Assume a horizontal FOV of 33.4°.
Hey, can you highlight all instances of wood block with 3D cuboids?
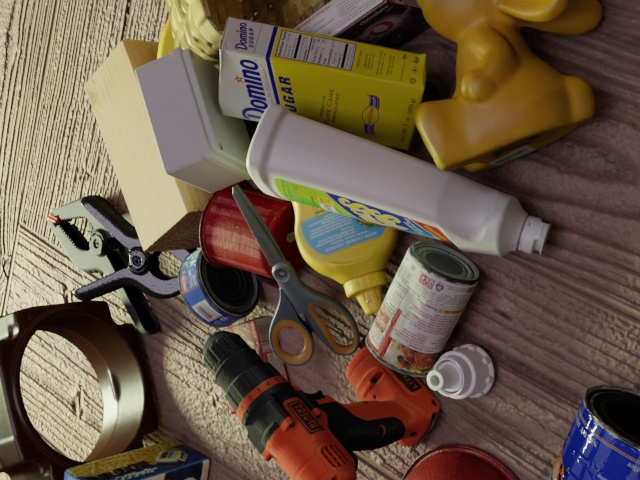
[{"bbox_3d":[-0.164,-0.100,1.138,0.091,0.090,0.206,-38,67,40],"label":"wood block"}]

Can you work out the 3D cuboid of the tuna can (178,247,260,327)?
[{"bbox_3d":[-0.103,0.045,1.103,0.034,0.085,0.086,-29,75,38],"label":"tuna can"}]

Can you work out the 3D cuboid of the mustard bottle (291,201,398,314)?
[{"bbox_3d":[0.020,-0.024,0.992,0.096,0.058,0.191,-19,79,1],"label":"mustard bottle"}]

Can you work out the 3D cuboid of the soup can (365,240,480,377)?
[{"bbox_3d":[0.090,0.060,0.943,0.069,0.068,0.102,39,118,33],"label":"soup can"}]

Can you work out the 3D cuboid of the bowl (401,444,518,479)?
[{"bbox_3d":[0.115,0.266,0.947,0.162,0.055,0.162,4,96,42],"label":"bowl"}]

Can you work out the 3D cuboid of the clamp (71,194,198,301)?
[{"bbox_3d":[-0.203,0.029,1.184,0.172,0.039,0.120,20,108,18],"label":"clamp"}]

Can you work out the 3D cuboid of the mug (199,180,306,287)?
[{"bbox_3d":[-0.057,0.001,1.065,0.082,0.093,0.117,15,134,35],"label":"mug"}]

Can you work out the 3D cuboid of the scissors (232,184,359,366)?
[{"bbox_3d":[-0.045,0.045,1.015,0.096,0.016,0.201,-38,107,22],"label":"scissors"}]

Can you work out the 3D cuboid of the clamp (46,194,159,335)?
[{"bbox_3d":[-0.249,0.013,1.264,0.210,0.036,0.164,15,103,36],"label":"clamp"}]

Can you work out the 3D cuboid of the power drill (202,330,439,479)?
[{"bbox_3d":[0.004,0.140,0.947,0.184,0.187,0.057,48,124,26],"label":"power drill"}]

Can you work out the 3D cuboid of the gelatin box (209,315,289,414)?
[{"bbox_3d":[-0.074,0.131,1.121,0.073,0.030,0.089,-24,78,41],"label":"gelatin box"}]

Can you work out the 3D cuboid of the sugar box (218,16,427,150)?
[{"bbox_3d":[0.000,-0.135,0.932,0.093,0.176,0.048,97,-179,-58],"label":"sugar box"}]

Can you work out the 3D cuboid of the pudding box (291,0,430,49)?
[{"bbox_3d":[0.041,-0.193,0.951,0.114,0.089,0.039,-31,73,39],"label":"pudding box"}]

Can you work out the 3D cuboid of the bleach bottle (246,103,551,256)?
[{"bbox_3d":[0.069,-0.041,0.900,0.251,0.102,0.068,18,79,14],"label":"bleach bottle"}]
